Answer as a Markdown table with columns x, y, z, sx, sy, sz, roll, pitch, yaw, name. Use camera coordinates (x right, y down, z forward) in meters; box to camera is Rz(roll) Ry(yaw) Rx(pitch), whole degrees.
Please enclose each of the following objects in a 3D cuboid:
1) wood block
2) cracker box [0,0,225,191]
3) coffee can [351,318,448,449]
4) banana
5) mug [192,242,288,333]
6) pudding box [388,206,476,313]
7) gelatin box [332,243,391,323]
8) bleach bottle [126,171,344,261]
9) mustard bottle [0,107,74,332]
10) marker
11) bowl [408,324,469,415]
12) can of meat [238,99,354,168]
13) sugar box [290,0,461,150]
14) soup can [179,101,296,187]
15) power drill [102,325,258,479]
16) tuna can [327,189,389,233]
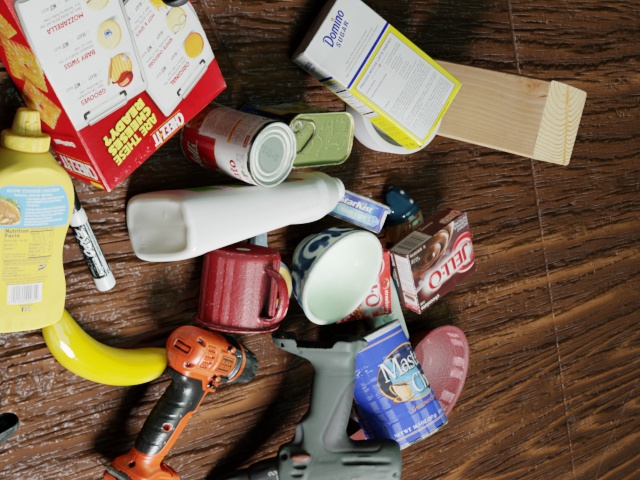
| x | y | z | sx | sy | sz | roll | pitch | yaw | name |
| --- | --- | --- | --- | --- | --- | --- | --- | --- | --- |
| 0.198 | -0.159 | 1.279 | 0.090 | 0.206 | 0.091 | 4 | 102 | -50 | wood block |
| -0.191 | -0.178 | 0.930 | 0.164 | 0.072 | 0.213 | -46 | 136 | -27 | cracker box |
| 0.082 | 0.182 | 1.322 | 0.102 | 0.103 | 0.140 | -23 | 86 | -42 | coffee can |
| -0.213 | 0.107 | 1.052 | 0.069 | 0.037 | 0.197 | -60 | 140 | -12 | banana |
| -0.078 | 0.050 | 1.126 | 0.093 | 0.117 | 0.081 | -2 | 102 | -44 | mug |
| 0.142 | 0.023 | 1.336 | 0.113 | 0.039 | 0.090 | -33 | 124 | -27 | pudding box |
| 0.049 | 0.053 | 1.311 | 0.073 | 0.030 | 0.089 | -9 | 116 | -13 | gelatin box |
| -0.072 | -0.034 | 1.107 | 0.250 | 0.103 | 0.068 | -15 | 101 | -47 | bleach bottle |
| -0.262 | -0.019 | 0.925 | 0.096 | 0.058 | 0.192 | -3 | 108 | -42 | mustard bottle |
| -0.222 | -0.004 | 1.009 | 0.020 | 0.020 | 0.121 | -41 | 133 | -31 | marker |
| 0.137 | 0.184 | 1.473 | 0.161 | 0.055 | 0.162 | -22 | 122 | -42 | bowl |
| -0.029 | -0.116 | 1.132 | 0.101 | 0.084 | 0.057 | -11 | 113 | -47 | can of meat |
| 0.063 | -0.187 | 1.180 | 0.176 | 0.048 | 0.093 | 36 | 77 | -17 | sugar box |
| -0.082 | -0.097 | 1.065 | 0.068 | 0.102 | 0.068 | -23 | 122 | -42 | soup can |
| -0.143 | 0.184 | 1.135 | 0.187 | 0.057 | 0.184 | -63 | 157 | -5 | power drill |
| 0.035 | -0.038 | 1.238 | 0.086 | 0.086 | 0.034 | 19 | 92 | -51 | tuna can |
